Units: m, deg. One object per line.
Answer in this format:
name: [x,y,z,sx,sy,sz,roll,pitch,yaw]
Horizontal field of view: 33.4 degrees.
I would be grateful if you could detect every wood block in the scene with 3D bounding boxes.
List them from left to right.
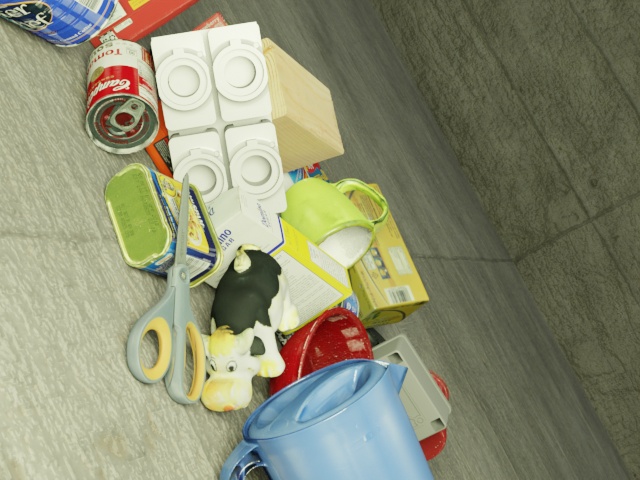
wood block: [-0.053,-0.145,1.204,0.206,0.091,0.090,21,55,-70]

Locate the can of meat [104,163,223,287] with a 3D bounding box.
can of meat: [-0.144,-0.014,0.975,0.083,0.057,0.102,25,37,-59]

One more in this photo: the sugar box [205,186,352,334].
sugar box: [-0.058,0.023,1.072,0.176,0.093,0.048,40,26,-37]

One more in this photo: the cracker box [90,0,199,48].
cracker box: [-0.169,-0.292,1.193,0.072,0.164,0.213,57,16,-16]

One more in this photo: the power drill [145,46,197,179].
power drill: [-0.146,-0.133,1.176,0.184,0.057,0.187,56,16,-11]

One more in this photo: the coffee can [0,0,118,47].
coffee can: [-0.259,-0.242,0.945,0.103,0.103,0.140,65,17,19]

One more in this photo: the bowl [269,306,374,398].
bowl: [-0.004,0.146,1.052,0.161,0.055,0.162,8,81,-61]

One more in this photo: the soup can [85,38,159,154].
soup can: [-0.192,-0.141,1.032,0.068,0.069,0.102,46,20,-38]

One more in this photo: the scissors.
scissors: [-0.130,0.037,0.890,0.096,0.016,0.202,7,74,-58]

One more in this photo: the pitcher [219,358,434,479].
pitcher: [0.034,0.234,0.892,0.243,0.149,0.144,65,24,-9]
